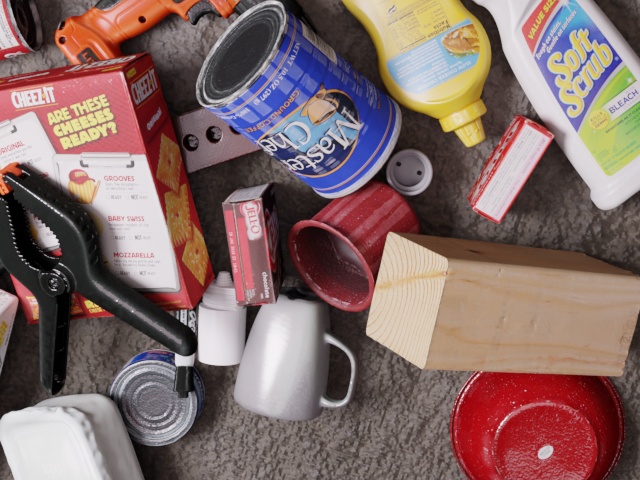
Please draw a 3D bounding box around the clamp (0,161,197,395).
[{"bbox_3d":[-0.218,0.036,0.894,0.165,0.036,0.210,-26,105,27],"label":"clamp"}]

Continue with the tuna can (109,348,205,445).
[{"bbox_3d":[-0.153,0.147,0.995,0.086,0.033,0.086,1,100,4],"label":"tuna can"}]

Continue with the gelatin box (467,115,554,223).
[{"bbox_3d":[0.161,-0.063,0.915,0.030,0.073,0.089,29,101,-2],"label":"gelatin box"}]

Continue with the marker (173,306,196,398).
[{"bbox_3d":[-0.122,0.082,0.969,0.020,0.020,0.121,0,79,4],"label":"marker"}]

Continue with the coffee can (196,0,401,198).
[{"bbox_3d":[-0.016,-0.114,0.877,0.140,0.103,0.103,36,102,-33],"label":"coffee can"}]

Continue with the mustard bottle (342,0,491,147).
[{"bbox_3d":[0.091,-0.168,0.910,0.096,0.058,0.191,-27,97,7],"label":"mustard bottle"}]

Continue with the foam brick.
[{"bbox_3d":[-0.090,-0.095,0.940,0.078,0.051,0.053,-19,98,7],"label":"foam brick"}]

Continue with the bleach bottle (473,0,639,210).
[{"bbox_3d":[0.203,-0.153,0.903,0.102,0.068,0.251,-39,93,9],"label":"bleach bottle"}]

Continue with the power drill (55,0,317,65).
[{"bbox_3d":[-0.119,-0.187,0.926,0.188,0.057,0.184,-39,95,8],"label":"power drill"}]

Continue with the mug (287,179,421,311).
[{"bbox_3d":[0.031,0.008,0.926,0.093,0.081,0.117,35,144,20],"label":"mug"}]

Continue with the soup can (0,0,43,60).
[{"bbox_3d":[-0.304,-0.186,0.933,0.102,0.068,0.068,-13,99,7],"label":"soup can"}]

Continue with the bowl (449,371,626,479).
[{"bbox_3d":[0.199,0.179,0.964,0.162,0.055,0.162,1,100,4],"label":"bowl"}]

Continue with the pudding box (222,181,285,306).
[{"bbox_3d":[-0.056,0.001,0.922,0.039,0.113,0.090,-6,100,1],"label":"pudding box"}]

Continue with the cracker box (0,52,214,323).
[{"bbox_3d":[-0.199,-0.041,0.915,0.164,0.072,0.214,-6,113,17],"label":"cracker box"}]

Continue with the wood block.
[{"bbox_3d":[0.154,0.054,0.879,0.205,0.091,0.090,6,101,-29],"label":"wood block"}]
